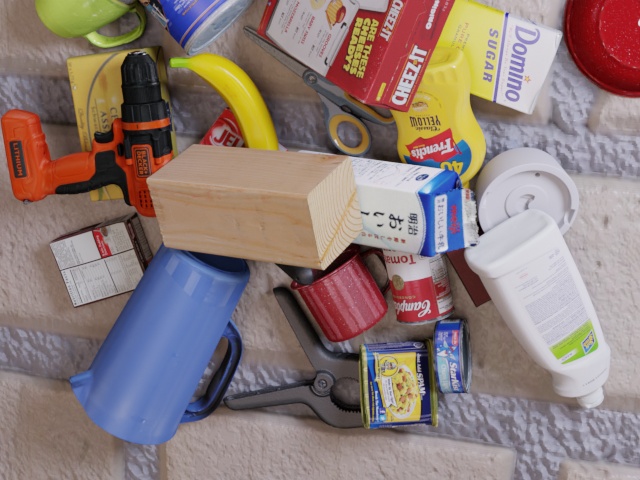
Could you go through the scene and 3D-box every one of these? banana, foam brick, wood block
[{"bbox_3d":[-0.090,-0.134,1.190,0.069,0.037,0.197,-32,105,0],"label":"banana"},{"bbox_3d":[0.180,0.025,1.201,0.051,0.053,0.078,-28,96,17],"label":"foam brick"},{"bbox_3d":[-0.070,-0.039,1.134,0.206,0.090,0.090,7,123,32],"label":"wood block"}]

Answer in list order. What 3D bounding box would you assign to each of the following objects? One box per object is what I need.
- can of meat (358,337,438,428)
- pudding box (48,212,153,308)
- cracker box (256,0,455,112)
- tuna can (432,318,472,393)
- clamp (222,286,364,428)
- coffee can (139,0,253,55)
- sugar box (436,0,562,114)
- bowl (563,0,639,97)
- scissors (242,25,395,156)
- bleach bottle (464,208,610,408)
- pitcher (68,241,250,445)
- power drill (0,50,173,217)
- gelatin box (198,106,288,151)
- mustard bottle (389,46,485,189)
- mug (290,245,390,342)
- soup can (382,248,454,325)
[{"bbox_3d":[0.089,0.167,1.236,0.084,0.057,0.102,-3,89,-4],"label":"can of meat"},{"bbox_3d":[-0.265,0.025,1.308,0.114,0.039,0.090,-16,101,18],"label":"pudding box"},{"bbox_3d":[0.038,-0.247,1.094,0.214,0.071,0.164,40,115,45],"label":"cracker box"},{"bbox_3d":[0.151,0.132,1.218,0.034,0.086,0.086,-3,103,15],"label":"tuna can"},{"bbox_3d":[0.003,0.157,1.282,0.210,0.036,0.165,18,101,4],"label":"clamp"},{"bbox_3d":[-0.154,-0.289,1.168,0.103,0.102,0.140,-42,92,18],"label":"coffee can"},{"bbox_3d":[0.161,-0.209,1.148,0.176,0.048,0.093,21,110,8],"label":"sugar box"},{"bbox_3d":[0.333,-0.225,1.102,0.162,0.055,0.162,3,104,12],"label":"bowl"},{"bbox_3d":[-0.008,-0.164,1.212,0.202,0.016,0.096,22,109,6],"label":"scissors"},{"bbox_3d":[0.250,0.091,1.166,0.102,0.068,0.250,-32,118,-4],"label":"bleach bottle"},{"bbox_3d":[-0.172,0.113,1.265,0.145,0.149,0.243,35,110,15],"label":"pitcher"},{"bbox_3d":[-0.257,-0.114,1.188,0.188,0.057,0.184,-1,104,13],"label":"power drill"},{"bbox_3d":[-0.094,-0.102,1.241,0.089,0.030,0.073,39,107,0],"label":"gelatin box"},{"bbox_3d":[0.127,-0.113,1.154,0.096,0.058,0.191,0,129,26],"label":"mustard bottle"},{"bbox_3d":[0.034,0.057,1.231,0.117,0.093,0.081,-34,102,-18],"label":"mug"},{"bbox_3d":[0.110,0.037,1.211,0.068,0.068,0.102,-9,102,14],"label":"soup can"}]
